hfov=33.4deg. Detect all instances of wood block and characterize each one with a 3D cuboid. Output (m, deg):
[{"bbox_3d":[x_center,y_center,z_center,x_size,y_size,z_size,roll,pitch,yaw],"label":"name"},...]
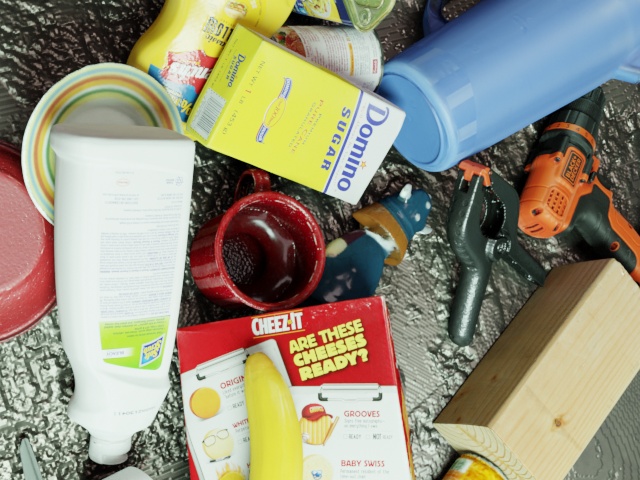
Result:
[{"bbox_3d":[0.210,0.121,0.965,0.090,0.090,0.205,49,65,-13],"label":"wood block"}]

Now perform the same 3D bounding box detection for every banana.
[{"bbox_3d":[-0.047,0.179,0.747,0.070,0.037,0.198,14,77,12],"label":"banana"}]

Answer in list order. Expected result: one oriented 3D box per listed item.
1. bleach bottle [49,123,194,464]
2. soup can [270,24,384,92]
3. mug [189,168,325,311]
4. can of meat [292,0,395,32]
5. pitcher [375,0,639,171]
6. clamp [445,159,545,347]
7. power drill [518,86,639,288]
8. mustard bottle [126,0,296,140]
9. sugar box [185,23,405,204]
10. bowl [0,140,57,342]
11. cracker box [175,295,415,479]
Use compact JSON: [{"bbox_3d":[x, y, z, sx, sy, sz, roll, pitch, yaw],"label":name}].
[{"bbox_3d":[-0.152,0.044,0.779,0.102,0.068,0.251,-1,106,-33],"label":"bleach bottle"},{"bbox_3d":[-0.006,-0.151,0.910,0.102,0.069,0.068,-9,87,-28],"label":"soup can"},{"bbox_3d":[-0.056,0.001,0.856,0.093,0.082,0.117,0,83,-26],"label":"mug"},{"bbox_3d":[0.005,-0.227,0.876,0.057,0.084,0.102,-49,137,-22],"label":"can of meat"},{"bbox_3d":[0.162,-0.169,0.971,0.242,0.149,0.145,-32,116,-23],"label":"pitcher"},{"bbox_3d":[0.157,0.002,0.955,0.120,0.039,0.171,-30,128,-36],"label":"clamp"},{"bbox_3d":[0.283,-0.043,1.041,0.187,0.057,0.184,37,62,-16],"label":"power drill"},{"bbox_3d":[-0.099,-0.139,0.840,0.096,0.058,0.192,21,104,-33],"label":"mustard bottle"},{"bbox_3d":[-0.015,-0.096,0.858,0.175,0.048,0.093,19,106,-43],"label":"sugar box"},{"bbox_3d":[-0.251,-0.003,0.776,0.161,0.055,0.162,4,81,-25],"label":"bowl"},{"bbox_3d":[-0.013,0.163,0.805,0.164,0.072,0.214,-9,74,5],"label":"cracker box"}]
